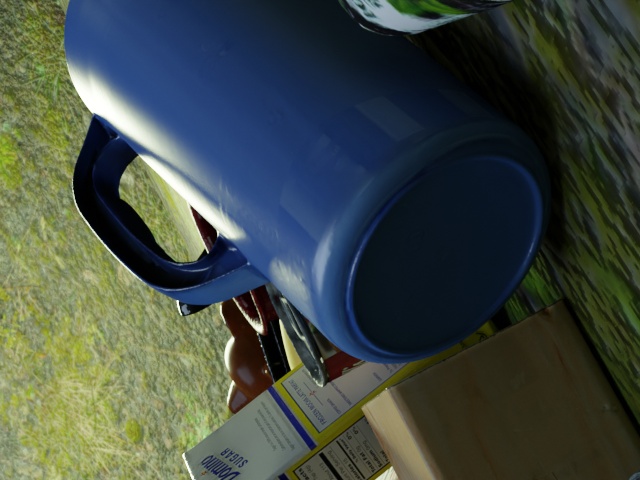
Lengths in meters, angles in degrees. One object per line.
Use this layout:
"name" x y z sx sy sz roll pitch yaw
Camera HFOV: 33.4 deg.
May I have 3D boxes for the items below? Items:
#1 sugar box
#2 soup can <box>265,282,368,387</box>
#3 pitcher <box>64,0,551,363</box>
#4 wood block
"sugar box" 0.013 0.093 0.577 0.048 0.176 0.093 52 175 -19
"soup can" 0.030 0.019 0.529 0.068 0.102 0.068 60 170 18
"pitcher" -0.019 -0.046 0.481 0.243 0.144 0.149 45 142 45
"wood block" 0.109 0.143 0.472 0.206 0.090 0.091 62 170 10
